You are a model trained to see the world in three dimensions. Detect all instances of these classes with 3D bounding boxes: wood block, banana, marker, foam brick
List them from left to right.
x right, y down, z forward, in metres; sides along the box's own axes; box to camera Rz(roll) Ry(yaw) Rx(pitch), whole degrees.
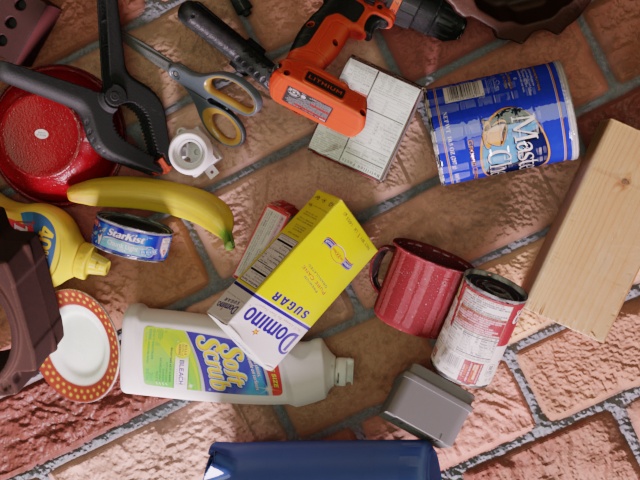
[{"bbox_3d":[-0.329,-0.236,1.167,0.053,0.051,0.078,30,98,3],"label":"foam brick"},{"bbox_3d":[-0.173,-0.041,1.158,0.198,0.069,0.037,15,116,11],"label":"banana"},{"bbox_3d":[-0.109,-0.295,1.151,0.020,0.020,0.121,-31,91,8],"label":"marker"},{"bbox_3d":[0.289,-0.011,1.092,0.091,0.090,0.206,25,98,5],"label":"wood block"}]

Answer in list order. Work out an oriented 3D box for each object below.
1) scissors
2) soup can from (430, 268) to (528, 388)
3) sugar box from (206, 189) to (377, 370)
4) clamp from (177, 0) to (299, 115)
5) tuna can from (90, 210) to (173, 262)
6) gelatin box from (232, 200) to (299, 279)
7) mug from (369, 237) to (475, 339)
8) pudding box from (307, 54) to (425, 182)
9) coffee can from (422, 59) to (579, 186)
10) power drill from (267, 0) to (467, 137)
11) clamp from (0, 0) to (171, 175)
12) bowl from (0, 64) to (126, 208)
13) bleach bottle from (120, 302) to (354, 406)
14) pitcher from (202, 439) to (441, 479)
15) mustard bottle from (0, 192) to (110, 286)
[{"bbox_3d":[-0.148,-0.164,1.164,0.202,0.016,0.096,22,130,25],"label":"scissors"},{"bbox_3d":[0.158,0.089,1.074,0.068,0.068,0.102,21,109,5],"label":"soup can"},{"bbox_3d":[-0.026,0.042,1.107,0.176,0.048,0.093,-50,132,-13],"label":"sugar box"},{"bbox_3d":[-0.082,-0.195,1.110,0.171,0.120,0.039,37,103,-1],"label":"clamp"},{"bbox_3d":[-0.204,-0.005,1.155,0.086,0.086,0.034,16,98,5],"label":"tuna can"},{"bbox_3d":[-0.057,0.001,1.143,0.030,0.073,0.089,26,98,5],"label":"gelatin box"},{"bbox_3d":[0.097,0.047,1.128,0.117,0.093,0.081,28,104,35],"label":"mug"},{"bbox_3d":[0.048,-0.130,1.137,0.090,0.039,0.113,25,99,4],"label":"pudding box"},{"bbox_3d":[0.183,-0.119,1.089,0.140,0.102,0.103,-11,94,8],"label":"coffee can"},{"bbox_3d":[0.042,-0.201,1.088,0.184,0.057,0.187,25,67,-2],"label":"power drill"},{"bbox_3d":[-0.236,-0.150,1.135,0.164,0.036,0.210,-38,109,-28],"label":"clamp"},{"bbox_3d":[-0.298,-0.115,1.173,0.162,0.055,0.162,1,95,6],"label":"bowl"},{"bbox_3d":[-0.088,0.127,1.166,0.251,0.068,0.102,3,94,4],"label":"bleach bottle"},{"bbox_3d":[0.005,0.277,1.124,0.243,0.149,0.145,-6,85,14],"label":"pitcher"},{"bbox_3d":[-0.325,0.003,1.184,0.191,0.058,0.096,17,99,5],"label":"mustard bottle"}]
